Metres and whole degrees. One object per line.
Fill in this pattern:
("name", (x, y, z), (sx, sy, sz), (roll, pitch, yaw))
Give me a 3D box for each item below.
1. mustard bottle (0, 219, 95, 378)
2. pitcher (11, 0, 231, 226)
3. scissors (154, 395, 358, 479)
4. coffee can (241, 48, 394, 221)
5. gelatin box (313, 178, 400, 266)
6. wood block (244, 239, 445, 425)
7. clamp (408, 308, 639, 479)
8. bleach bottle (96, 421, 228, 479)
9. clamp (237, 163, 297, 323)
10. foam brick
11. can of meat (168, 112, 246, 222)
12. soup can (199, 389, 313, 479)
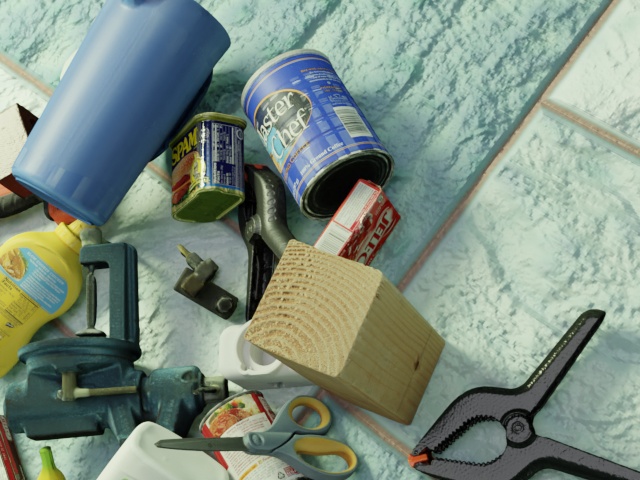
("mustard bottle", (-0.310, 0.048, 1.127), (0.096, 0.058, 0.191), (44, 89, -11))
("pitcher", (-0.202, -0.137, 1.093), (0.243, 0.149, 0.145), (-60, 19, -9))
("scissors", (-0.055, 0.165, 0.943), (0.016, 0.201, 0.096), (-52, 31, 33))
("coffee can", (-0.004, -0.104, 1.056), (0.103, 0.102, 0.140), (-33, 62, 6))
("gelatin box", (0.036, -0.006, 1.019), (0.030, 0.073, 0.089), (31, 82, 27))
("wood block", (0.028, 0.085, 0.911), (0.090, 0.206, 0.091), (20, 78, 26))
("clamp", (0.176, 0.154, 0.924), (0.210, 0.036, 0.164), (-14, 66, 16))
("bleach bottle", (-0.190, 0.287, 0.972), (0.102, 0.068, 0.251), (34, 109, -2))
("clamp", (-0.057, 0.001, 1.059), (0.120, 0.039, 0.171), (-55, 36, 36))
("foam brick", (-0.321, -0.096, 1.141), (0.051, 0.053, 0.078), (-28, 68, 7))
("can of meat", (-0.116, -0.071, 1.093), (0.102, 0.057, 0.084), (-31, 56, 56))
("soup can", (-0.058, 0.198, 0.980), (0.068, 0.068, 0.102), (-38, 62, 4))
